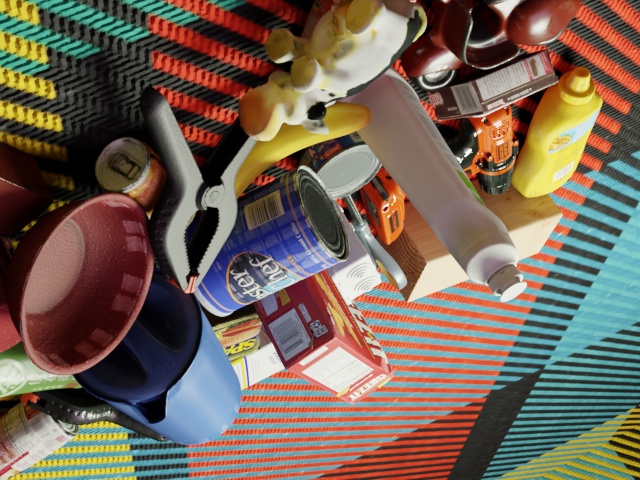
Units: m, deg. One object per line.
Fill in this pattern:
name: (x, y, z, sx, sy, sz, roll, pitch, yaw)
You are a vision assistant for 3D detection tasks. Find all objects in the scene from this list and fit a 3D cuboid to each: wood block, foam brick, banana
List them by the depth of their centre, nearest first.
foam brick: (-0.261, -0.044, 0.847, 0.051, 0.053, 0.078, -37, 152, 11)
banana: (-0.045, -0.077, 1.000, 0.198, 0.070, 0.037, -39, 168, 9)
wood block: (0.181, -0.011, 1.323, 0.205, 0.090, 0.091, -19, 151, -24)

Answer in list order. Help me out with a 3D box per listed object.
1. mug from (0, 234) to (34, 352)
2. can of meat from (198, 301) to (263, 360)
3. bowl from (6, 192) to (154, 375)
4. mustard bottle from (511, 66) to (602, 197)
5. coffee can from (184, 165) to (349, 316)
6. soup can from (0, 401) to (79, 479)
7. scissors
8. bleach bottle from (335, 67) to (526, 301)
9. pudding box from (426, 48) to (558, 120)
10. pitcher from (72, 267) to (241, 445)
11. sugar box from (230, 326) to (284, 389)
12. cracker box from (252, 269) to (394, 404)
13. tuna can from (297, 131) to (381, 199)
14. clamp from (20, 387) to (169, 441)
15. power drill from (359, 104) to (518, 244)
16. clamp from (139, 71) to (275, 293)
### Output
mug: (-0.291, 0.048, 0.940, 0.117, 0.081, 0.093, -13, 148, -33)
can of meat: (-0.114, 0.096, 1.238, 0.101, 0.057, 0.084, -16, 147, -28)
bowl: (-0.212, 0.029, 0.901, 0.161, 0.055, 0.162, -41, 142, -44)
mustard bottle: (0.283, -0.134, 1.252, 0.096, 0.058, 0.192, -31, 155, -21)
coffee can: (-0.057, 0.001, 1.050, 0.140, 0.103, 0.102, -25, 156, 18)
soup can: (-0.333, 0.218, 1.205, 0.102, 0.068, 0.068, -33, 153, 3)
scissors: (0.059, -0.002, 1.218, 0.016, 0.096, 0.201, -41, 158, -10)
bleach bottle: (0.109, -0.051, 0.999, 0.068, 0.251, 0.102, -40, 152, 16)
pudding box: (0.169, -0.154, 1.065, 0.090, 0.039, 0.114, -25, -168, -14)
pitcher: (-0.159, 0.121, 1.089, 0.149, 0.145, 0.243, -61, 162, -17)
sugar box: (-0.124, 0.163, 1.355, 0.176, 0.048, 0.093, -27, 153, -17)
cracker box: (-0.007, 0.083, 1.205, 0.072, 0.164, 0.213, -33, 153, 8)
tuna can: (0.020, -0.081, 1.099, 0.086, 0.034, 0.086, -24, 153, -14)
clamp: (-0.245, 0.183, 1.190, 0.171, 0.120, 0.039, 4, 115, -45)
power drill: (0.138, -0.073, 1.214, 0.187, 0.057, 0.184, -32, 150, -5)
clamp: (-0.110, -0.049, 0.923, 0.164, 0.036, 0.210, -8, 123, -51)
